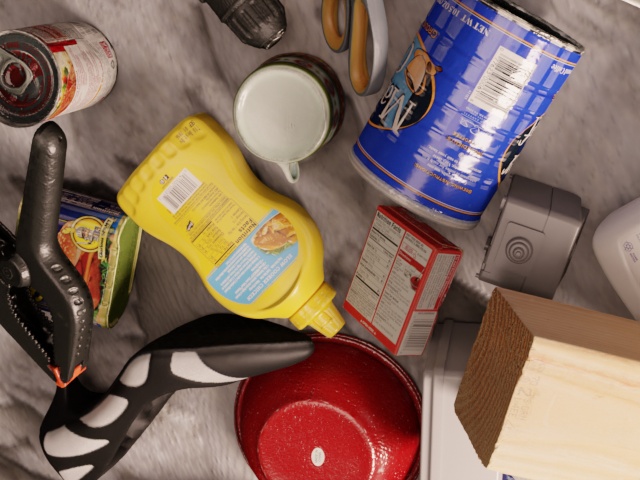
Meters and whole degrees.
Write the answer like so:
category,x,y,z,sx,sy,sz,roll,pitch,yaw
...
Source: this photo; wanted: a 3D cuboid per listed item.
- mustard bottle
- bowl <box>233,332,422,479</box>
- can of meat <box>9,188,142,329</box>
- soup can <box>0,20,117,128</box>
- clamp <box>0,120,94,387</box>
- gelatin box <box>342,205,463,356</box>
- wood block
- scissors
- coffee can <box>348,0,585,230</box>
category,x,y,z,sx,sy,sz,roll,pitch,yaw
mustard bottle,-0.055,0.001,0.803,0.191,0.058,0.096,44,106,-1
bowl,0.002,0.156,0.834,0.162,0.055,0.162,4,106,13
can of meat,-0.192,0.013,0.843,0.084,0.057,0.102,15,108,7
soup can,-0.199,-0.124,0.782,0.068,0.102,0.068,4,106,13
clamp,-0.228,0.011,0.789,0.165,0.036,0.210,4,118,30
gelatin box,0.059,0.029,0.778,0.073,0.030,0.089,40,117,48
wood block,0.201,0.106,0.668,0.206,0.091,0.090,14,104,-10
scissors,0.023,-0.197,0.705,0.016,0.096,0.202,-12,118,-21
coffee can,0.096,-0.092,0.717,0.103,0.102,0.140,31,110,4
